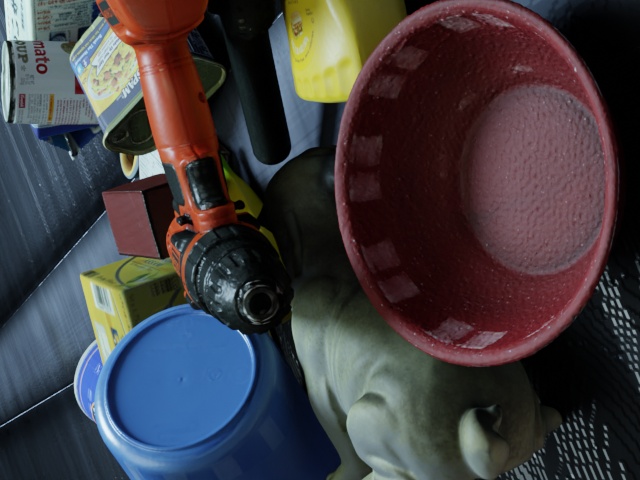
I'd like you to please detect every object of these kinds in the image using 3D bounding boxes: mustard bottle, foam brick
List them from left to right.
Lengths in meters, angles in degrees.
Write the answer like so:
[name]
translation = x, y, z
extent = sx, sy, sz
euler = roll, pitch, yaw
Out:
[foam brick]
translation = -0.116, -0.019, 0.776
extent = 0.078, 0.052, 0.051
euler = 4, 111, 58
[mustard bottle]
translation = 0.000, -0.170, 0.550
extent = 0.096, 0.058, 0.191
euler = -152, 49, -69

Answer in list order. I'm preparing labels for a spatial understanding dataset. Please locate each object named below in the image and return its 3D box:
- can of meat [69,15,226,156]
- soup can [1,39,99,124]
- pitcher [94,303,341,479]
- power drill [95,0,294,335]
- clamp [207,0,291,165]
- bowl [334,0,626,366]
[can of meat]
translation = -0.129, -0.126, 0.778
extent = 0.102, 0.057, 0.084
euler = -41, 64, 26
[soup can]
translation = -0.205, -0.128, 0.870
extent = 0.069, 0.102, 0.068
euler = 178, 90, -68
[pitcher]
translation = -0.049, 0.137, 0.684
extent = 0.149, 0.145, 0.243
euler = 39, 162, 35
[power drill]
translation = -0.067, -0.050, 0.569
extent = 0.185, 0.057, 0.187
euler = -151, 48, -71
[clamp]
translation = -0.048, -0.138, 0.614
extent = 0.210, 0.036, 0.164
euler = 119, 130, -80
[bowl]
translation = 0.079, -0.027, 0.482
extent = 0.162, 0.055, 0.162
euler = 7, 99, 49
